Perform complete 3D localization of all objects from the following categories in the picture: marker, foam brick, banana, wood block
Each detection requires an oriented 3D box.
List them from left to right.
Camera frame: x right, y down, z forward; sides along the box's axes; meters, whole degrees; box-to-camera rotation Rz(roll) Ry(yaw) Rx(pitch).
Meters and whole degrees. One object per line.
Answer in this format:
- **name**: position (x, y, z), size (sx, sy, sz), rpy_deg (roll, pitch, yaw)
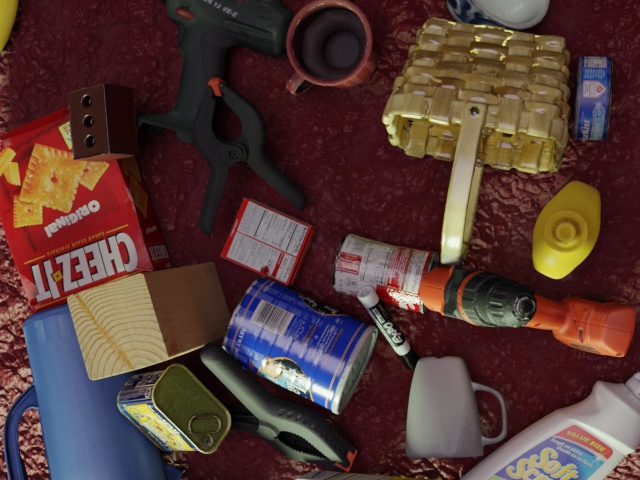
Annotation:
- **banana**: position (-0.391, -0.293, 1.276), size (0.070, 0.037, 0.198), rpy_deg (17, 96, 12)
- **foam brick**: position (-0.236, -0.127, 1.159), size (0.053, 0.051, 0.078), rpy_deg (-8, 87, 29)
- **wood block**: position (-0.175, 0.082, 1.146), size (0.090, 0.206, 0.091), rpy_deg (-17, 88, 14)
- **marker**: position (0.076, 0.096, 1.147), size (0.020, 0.020, 0.121), rpy_deg (-26, 121, 13)

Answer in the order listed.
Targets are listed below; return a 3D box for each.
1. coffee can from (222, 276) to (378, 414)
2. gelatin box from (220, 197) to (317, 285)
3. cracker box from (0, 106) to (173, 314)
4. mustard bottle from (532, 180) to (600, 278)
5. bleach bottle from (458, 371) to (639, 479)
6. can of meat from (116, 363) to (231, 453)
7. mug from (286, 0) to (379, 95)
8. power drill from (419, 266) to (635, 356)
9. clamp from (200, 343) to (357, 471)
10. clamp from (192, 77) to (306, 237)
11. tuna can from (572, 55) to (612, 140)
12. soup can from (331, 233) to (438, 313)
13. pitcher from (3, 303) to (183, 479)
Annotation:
- **coffee can**: position (-0.022, 0.113, 1.161), size (0.140, 0.102, 0.103), rpy_deg (24, 97, 12)
- **gelatin box**: position (-0.058, 0.002, 1.204), size (0.089, 0.030, 0.073), rpy_deg (23, 96, 12)
- **cracker box**: position (-0.286, -0.040, 1.239), size (0.164, 0.072, 0.214), rpy_deg (-19, 87, 13)
- **mustard bottle**: position (0.241, -0.011, 1.044), size (0.058, 0.191, 0.096), rpy_deg (27, 98, 12)
- **bleach bottle**: position (0.244, 0.225, 1.119), size (0.251, 0.068, 0.102), rpy_deg (-45, 81, 9)
- **can of meat**: position (-0.161, 0.185, 1.160), size (0.084, 0.057, 0.102), rpy_deg (-16, 122, 49)
- **mug**: position (0.010, -0.201, 1.153), size (0.093, 0.081, 0.117), rpy_deg (45, 101, 9)
- **power drill**: position (0.211, 0.068, 1.046), size (0.187, 0.185, 0.057), rpy_deg (15, 89, -20)
- **clamp**: position (-0.061, 0.200, 1.185), size (0.210, 0.165, 0.036), rpy_deg (31, 55, -5)
- **clamp**: position (-0.082, -0.093, 1.156), size (0.120, 0.039, 0.171), rpy_deg (-9, 107, -8)
- **tuna can**: position (0.277, -0.144, 1.085), size (0.034, 0.086, 0.086), rpy_deg (4, 93, 12)
- **soup can**: position (0.070, 0.034, 1.153), size (0.102, 0.068, 0.068), rpy_deg (13, 95, 14)
- **pitcher**: position (-0.269, 0.195, 1.211), size (0.145, 0.149, 0.243), rpy_deg (-18, 84, 27)
